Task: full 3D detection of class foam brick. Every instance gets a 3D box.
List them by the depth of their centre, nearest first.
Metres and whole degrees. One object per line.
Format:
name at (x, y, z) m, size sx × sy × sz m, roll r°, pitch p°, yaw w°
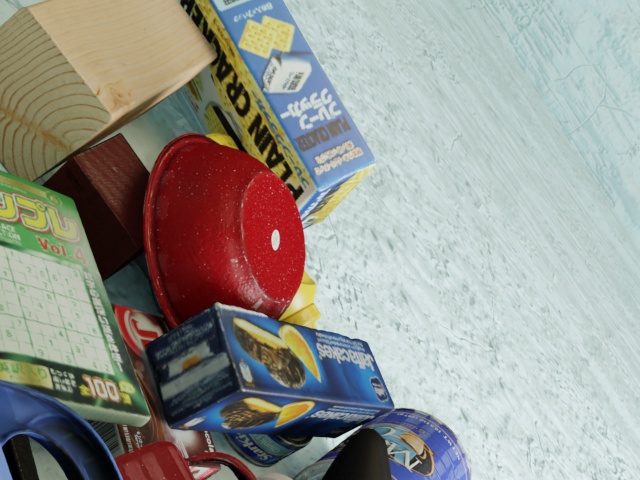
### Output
foam brick at (-0.143, -0.023, 0.728) m, size 0.078 × 0.053 × 0.051 m, roll 55°, pitch 39°, yaw -1°

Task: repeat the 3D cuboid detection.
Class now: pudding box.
pudding box at (-0.116, 0.096, 0.665) m, size 0.089 × 0.039 × 0.113 m, roll 23°, pitch 41°, yaw -54°

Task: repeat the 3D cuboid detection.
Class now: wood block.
wood block at (-0.166, -0.126, 0.781) m, size 0.091 × 0.090 × 0.206 m, roll 54°, pitch 24°, yaw -9°

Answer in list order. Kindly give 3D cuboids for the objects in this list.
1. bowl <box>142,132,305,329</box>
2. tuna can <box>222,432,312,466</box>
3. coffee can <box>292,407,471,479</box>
bowl at (-0.055, 0.001, 0.740) m, size 0.162 × 0.055 × 0.162 m, roll 29°, pitch 57°, yaw -59°
tuna can at (-0.042, 0.120, 0.787) m, size 0.086 × 0.034 × 0.086 m, roll 44°, pitch 27°, yaw -29°
coffee can at (0.043, 0.190, 0.779) m, size 0.103 × 0.103 × 0.140 m, roll 60°, pitch 23°, yaw 6°
